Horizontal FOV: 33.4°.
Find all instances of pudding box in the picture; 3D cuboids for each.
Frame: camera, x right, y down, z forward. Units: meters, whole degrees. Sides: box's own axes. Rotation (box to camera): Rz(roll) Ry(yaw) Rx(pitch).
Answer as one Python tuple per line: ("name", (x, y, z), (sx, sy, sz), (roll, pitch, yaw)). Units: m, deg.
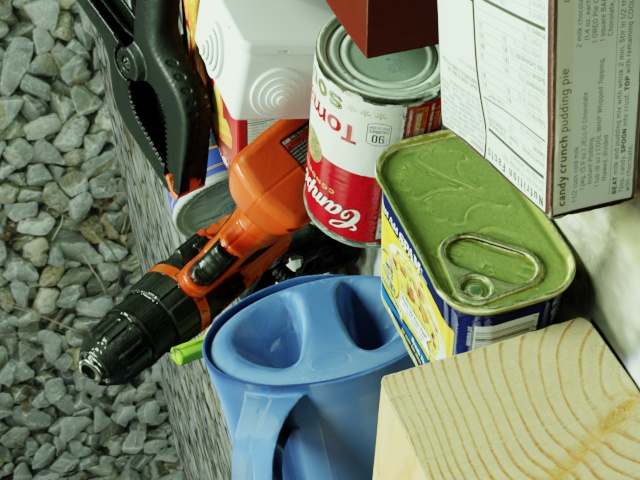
("pudding box", (0.073, -0.076, 0.366), (0.090, 0.039, 0.113), (-126, 24, -57))

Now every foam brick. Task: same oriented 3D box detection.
("foam brick", (0.034, -0.125, 0.448), (0.078, 0.051, 0.053), (90, 160, -46))

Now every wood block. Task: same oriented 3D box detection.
("wood block", (0.076, 0.140, 0.453), (0.206, 0.090, 0.090), (92, 159, -47))

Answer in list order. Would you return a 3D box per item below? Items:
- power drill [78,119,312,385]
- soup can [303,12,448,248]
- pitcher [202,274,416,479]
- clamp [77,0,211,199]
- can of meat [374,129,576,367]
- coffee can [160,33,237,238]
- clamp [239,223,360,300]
("power drill", (-0.054, 0.001, 0.639), (0.057, 0.184, 0.188), (47, 139, -1))
("soup can", (0.028, -0.053, 0.510), (0.102, 0.068, 0.068), (95, 157, -52))
("pitcher", (0.019, 0.151, 0.604), (0.145, 0.149, 0.243), (-146, 40, -62))
("clamp", (-0.113, -0.129, 0.714), (0.165, 0.036, 0.210), (0, 114, 53))
("can of meat", (0.062, 0.017, 0.463), (0.084, 0.057, 0.102), (87, 164, -47))
("coffee can", (-0.087, -0.084, 0.870), (0.103, 0.102, 0.140), (102, 152, -61))
("clamp", (-0.035, 0.031, 0.779), (0.039, 0.120, 0.171), (52, 174, -10))
